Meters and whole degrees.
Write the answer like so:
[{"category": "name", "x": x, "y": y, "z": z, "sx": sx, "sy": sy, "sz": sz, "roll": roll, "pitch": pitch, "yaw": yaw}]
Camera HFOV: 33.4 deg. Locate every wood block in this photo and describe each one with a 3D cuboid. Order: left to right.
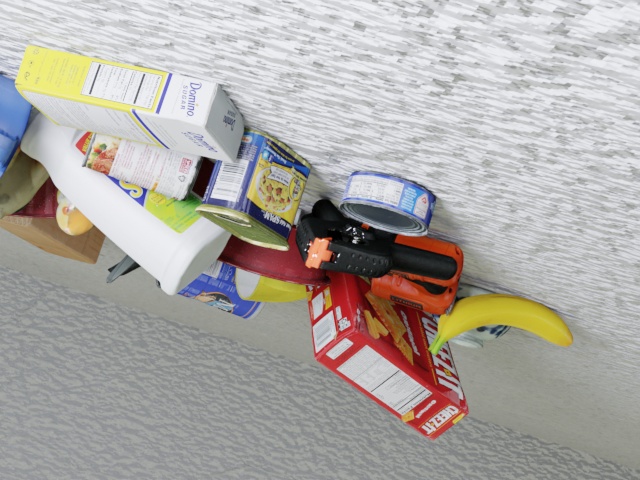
[{"category": "wood block", "x": -0.377, "y": -0.042, "z": 1.476, "sx": 0.090, "sy": 0.091, "sz": 0.206, "roll": 14, "pitch": 168, "yaw": 17}]

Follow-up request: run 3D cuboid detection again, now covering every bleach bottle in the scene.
[{"category": "bleach bottle", "x": -0.211, "y": -0.056, "z": 1.053, "sx": 0.251, "sy": 0.068, "sz": 0.102, "roll": 36, "pitch": -145, "yaw": 8}]

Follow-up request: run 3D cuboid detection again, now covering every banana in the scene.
[{"category": "banana", "x": 0.220, "y": 0.097, "z": 1.285, "sx": 0.197, "sy": 0.070, "sz": 0.037, "roll": 0, "pitch": -159, "yaw": -19}]

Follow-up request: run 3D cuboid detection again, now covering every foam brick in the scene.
[{"category": "foam brick", "x": -0.136, "y": -0.057, "z": 1.132, "sx": 0.053, "sy": 0.051, "sz": 0.078, "roll": 11, "pitch": 167, "yaw": 27}]

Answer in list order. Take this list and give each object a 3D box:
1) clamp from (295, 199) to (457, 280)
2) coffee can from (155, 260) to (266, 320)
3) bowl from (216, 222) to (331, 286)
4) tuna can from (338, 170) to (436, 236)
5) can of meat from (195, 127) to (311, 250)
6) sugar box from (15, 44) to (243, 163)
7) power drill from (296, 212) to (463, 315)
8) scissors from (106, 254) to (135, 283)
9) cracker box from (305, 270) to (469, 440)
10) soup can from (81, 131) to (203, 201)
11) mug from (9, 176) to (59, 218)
[{"category": "clamp", "x": 0.026, "y": 0.000, "z": 1.017, "sx": 0.165, "sy": 0.036, "sz": 0.209, "roll": 26, "pitch": -167, "yaw": 25}, {"category": "coffee can", "x": -0.145, "y": 0.041, "z": 1.492, "sx": 0.140, "sy": 0.103, "sz": 0.103, "roll": 22, "pitch": 168, "yaw": -22}, {"category": "bowl", "x": -0.058, "y": 0.002, "z": 1.222, "sx": 0.162, "sy": 0.055, "sz": 0.162, "roll": 16, "pitch": -173, "yaw": -2}, {"category": "tuna can", "x": 0.063, "y": -0.034, "z": 0.986, "sx": 0.086, "sy": 0.033, "sz": 0.086, "roll": 17, "pitch": 169, "yaw": 3}, {"category": "can of meat", "x": -0.058, "y": -0.047, "z": 0.976, "sx": 0.058, "sy": 0.084, "sz": 0.102, "roll": 10, "pitch": 167, "yaw": 33}, {"category": "sugar box", "x": -0.159, "y": -0.116, "z": 0.906, "sx": 0.176, "sy": 0.048, "sz": 0.093, "roll": 11, "pitch": 167, "yaw": 14}, {"category": "power drill", "x": 0.077, "y": 0.025, "z": 1.195, "sx": 0.185, "sy": 0.057, "sz": 0.187, "roll": 17, "pitch": 170, "yaw": 19}, {"category": "scissors", "x": -0.202, "y": -0.017, "z": 1.212, "sx": 0.096, "sy": 0.016, "sz": 0.201, "roll": 33, "pitch": -141, "yaw": 21}, {"category": "cracker box", "x": 0.081, "y": 0.125, "z": 1.319, "sx": 0.213, "sy": 0.072, "sz": 0.164, "roll": 37, "pitch": -155, "yaw": -29}, {"category": "soup can", "x": -0.165, "y": -0.084, "z": 1.005, "sx": 0.102, "sy": 0.068, "sz": 0.069, "roll": 19, "pitch": 169, "yaw": -13}, {"category": "mug", "x": -0.320, "y": -0.070, "z": 1.245, "sx": 0.093, "sy": 0.081, "sz": 0.117, "roll": 6, "pitch": -175, "yaw": 29}]
